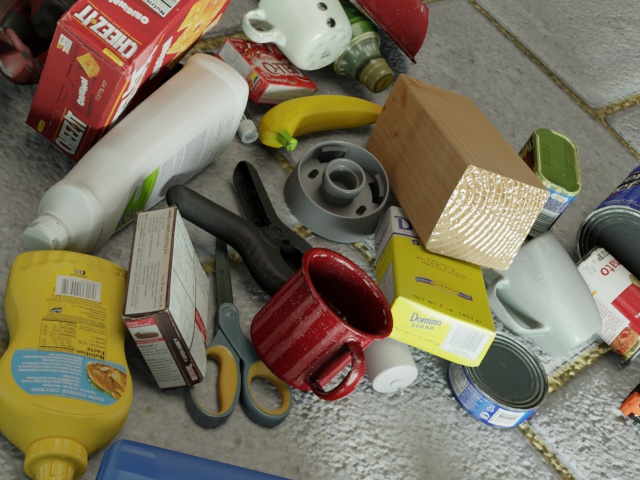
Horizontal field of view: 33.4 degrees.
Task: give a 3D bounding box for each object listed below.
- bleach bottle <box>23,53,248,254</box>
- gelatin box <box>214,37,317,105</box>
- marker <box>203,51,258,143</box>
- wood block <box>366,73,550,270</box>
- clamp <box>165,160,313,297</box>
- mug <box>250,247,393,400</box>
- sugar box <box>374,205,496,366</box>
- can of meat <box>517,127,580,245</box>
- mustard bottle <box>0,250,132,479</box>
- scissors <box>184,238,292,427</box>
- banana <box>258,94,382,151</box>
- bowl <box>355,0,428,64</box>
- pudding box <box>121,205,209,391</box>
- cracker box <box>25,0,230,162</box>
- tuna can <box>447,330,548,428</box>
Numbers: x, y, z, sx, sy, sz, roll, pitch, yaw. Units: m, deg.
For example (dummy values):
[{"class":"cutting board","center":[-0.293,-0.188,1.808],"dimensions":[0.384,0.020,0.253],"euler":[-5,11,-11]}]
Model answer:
[{"class":"bleach bottle","center":[-0.155,-0.064,0.892],"dimensions":[0.068,0.103,0.250],"euler":[32,40,9]},{"class":"gelatin box","center":[-0.054,-0.173,1.099],"dimensions":[0.073,0.030,0.089],"euler":[50,29,22]},{"class":"marker","center":[-0.094,-0.147,1.074],"dimensions":[0.020,0.020,0.121],"euler":[-6,53,-34]},{"class":"wood block","center":[0.124,-0.070,1.026],"dimensions":[0.090,0.090,0.206],"euler":[15,26,-23]},{"class":"clamp","center":[-0.056,0.001,0.926],"dimensions":[0.120,0.039,0.171],"euler":[-19,62,-48]},{"class":"mug","center":[0.002,0.075,0.848],"dimensions":[0.093,0.082,0.117],"euler":[18,36,-42]},{"class":"sugar box","center":[0.098,0.036,0.954],"dimensions":[0.093,0.048,0.176],"euler":[21,28,-10]},{"class":"can of meat","center":[0.229,-0.057,1.124],"dimensions":[0.057,0.084,0.102],"euler":[21,42,-11]},{"class":"mustard bottle","center":[-0.181,0.096,0.753],"dimensions":[0.096,0.058,0.191],"euler":[13,44,-20]},{"class":"scissors","center":[-0.060,0.075,0.877],"dimensions":[0.096,0.016,0.201],"euler":[23,42,-11]},{"class":"banana","center":[-0.008,-0.119,1.074],"dimensions":[0.070,0.037,0.197],"euler":[31,30,19]},{"class":"bowl","center":[0.073,-0.277,1.213],"dimensions":[0.162,0.055,0.162],"euler":[46,11,-11]},{"class":"pudding box","center":[-0.116,0.043,0.816],"dimensions":[0.039,0.090,0.113],"euler":[-12,44,7]},{"class":"cracker box","center":[-0.147,-0.184,0.907],"dimensions":[0.072,0.164,0.213],"euler":[38,58,-5]},{"class":"tuna can","center":[0.156,0.122,0.942],"dimensions":[0.086,0.034,0.086],"euler":[16,43,-16]}]
